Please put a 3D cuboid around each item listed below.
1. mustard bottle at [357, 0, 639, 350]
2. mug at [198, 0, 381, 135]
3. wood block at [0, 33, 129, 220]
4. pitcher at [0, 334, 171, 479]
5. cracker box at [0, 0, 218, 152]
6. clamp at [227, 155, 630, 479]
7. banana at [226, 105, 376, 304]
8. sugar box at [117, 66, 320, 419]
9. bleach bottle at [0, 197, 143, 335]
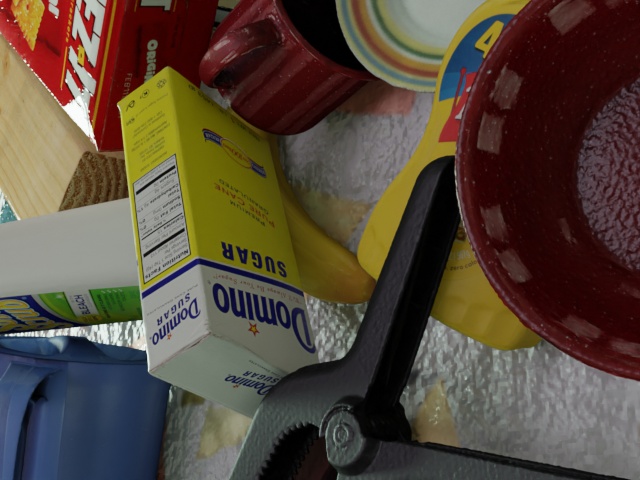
[{"bbox_3d":[0.093,-0.053,0.480,0.096,0.058,0.192,32,106,32],"label":"mustard bottle"},{"bbox_3d":[-0.018,-0.108,0.594,0.082,0.117,0.093,-35,84,47],"label":"mug"},{"bbox_3d":[-0.187,-0.067,0.806,0.206,0.090,0.090,47,117,45],"label":"wood block"},{"bbox_3d":[-0.176,0.185,0.695,0.145,0.149,0.243,5,88,51],"label":"pitcher"},{"bbox_3d":[-0.147,-0.179,0.666,0.214,0.071,0.164,46,133,37],"label":"cracker box"},{"bbox_3d":[0.022,0.073,0.465,0.210,0.036,0.164,-36,57,34],"label":"clamp"},{"bbox_3d":[-0.024,-0.029,0.638,0.070,0.037,0.198,-49,47,34],"label":"banana"},{"bbox_3d":[-0.053,0.001,0.556,0.048,0.093,0.176,-34,50,21],"label":"sugar box"},{"bbox_3d":[-0.208,0.029,0.679,0.102,0.250,0.068,86,174,-67],"label":"bleach bottle"}]
